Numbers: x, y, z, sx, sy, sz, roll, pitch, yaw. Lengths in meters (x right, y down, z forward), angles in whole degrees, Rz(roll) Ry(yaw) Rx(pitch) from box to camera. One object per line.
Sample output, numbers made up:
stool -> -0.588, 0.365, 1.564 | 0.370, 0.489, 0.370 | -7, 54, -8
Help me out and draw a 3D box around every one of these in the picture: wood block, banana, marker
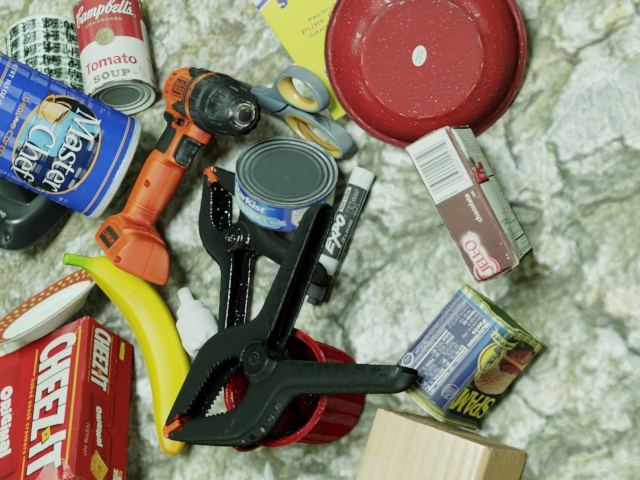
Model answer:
wood block -> 0.066, 0.234, 0.765 | 0.090, 0.090, 0.206 | 15, 85, 31
banana -> -0.154, 0.090, 0.935 | 0.198, 0.069, 0.037 | 59, 148, 7
marker -> 0.015, -0.003, 0.893 | 0.020, 0.020, 0.121 | 21, 89, 31

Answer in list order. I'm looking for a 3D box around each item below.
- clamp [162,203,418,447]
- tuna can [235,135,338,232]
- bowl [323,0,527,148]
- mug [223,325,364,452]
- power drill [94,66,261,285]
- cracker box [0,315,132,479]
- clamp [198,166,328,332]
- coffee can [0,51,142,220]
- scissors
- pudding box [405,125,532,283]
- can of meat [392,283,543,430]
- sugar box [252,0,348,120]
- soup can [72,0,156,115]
clamp -> -0.038, 0.080, 0.795 | 0.210, 0.036, 0.164 | -33, 56, 22
tuna can -> -0.029, -0.047, 0.893 | 0.086, 0.034, 0.086 | 3, 47, -3
bowl -> 0.079, -0.144, 0.825 | 0.162, 0.055, 0.162 | 2, 106, 7
mug -> -0.024, 0.127, 0.847 | 0.117, 0.081, 0.093 | -47, 61, 11
power drill -> -0.123, -0.059, 0.924 | 0.188, 0.057, 0.185 | -63, 24, 3
cracker box -> -0.273, 0.182, 0.949 | 0.214, 0.072, 0.164 | -25, 46, 22
clamp -> -0.056, 0.001, 0.914 | 0.120, 0.039, 0.171 | -28, 64, 24
coffee can -> -0.247, -0.093, 0.965 | 0.103, 0.140, 0.103 | -50, 24, 33
scissors -> -0.050, -0.136, 0.929 | 0.202, 0.096, 0.016 | 36, 64, 29
pudding box -> 0.112, -0.029, 0.787 | 0.039, 0.090, 0.113 | -26, 88, 18
can of meat -> 0.107, 0.085, 0.774 | 0.057, 0.102, 0.084 | 43, 97, 30
sugar box -> 0.001, -0.197, 0.874 | 0.093, 0.176, 0.048 | -31, 20, 19
soup can -> -0.198, -0.179, 1.026 | 0.069, 0.068, 0.102 | -21, 69, 23
